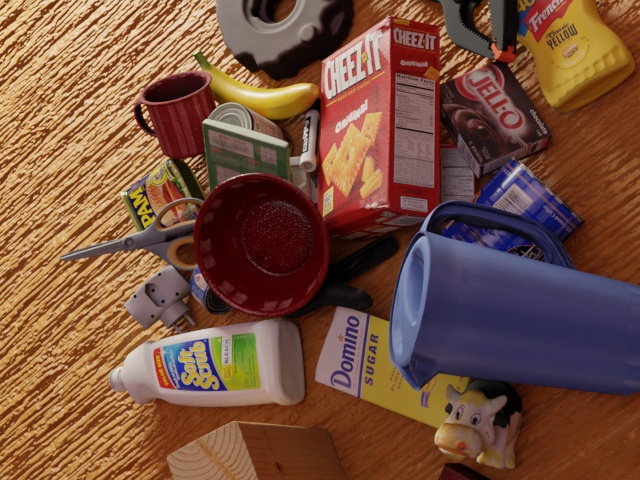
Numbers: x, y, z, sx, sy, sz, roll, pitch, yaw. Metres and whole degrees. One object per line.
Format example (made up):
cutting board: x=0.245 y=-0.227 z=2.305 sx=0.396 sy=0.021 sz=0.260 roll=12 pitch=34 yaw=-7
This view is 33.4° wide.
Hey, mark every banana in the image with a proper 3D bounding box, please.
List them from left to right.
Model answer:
banana: x=-0.080 y=-0.179 z=1.307 sx=0.198 sy=0.069 sz=0.037 roll=20 pitch=57 yaw=31

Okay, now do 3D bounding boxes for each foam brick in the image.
foam brick: x=0.159 y=0.270 z=1.099 sx=0.078 sy=0.053 sz=0.051 roll=26 pitch=91 yaw=28

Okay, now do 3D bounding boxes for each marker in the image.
marker: x=-0.011 y=-0.128 z=1.259 sx=0.020 sy=0.020 sz=0.121 roll=-17 pitch=43 yaw=22

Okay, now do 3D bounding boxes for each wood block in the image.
wood block: x=-0.057 y=0.251 z=1.124 sx=0.090 sy=0.205 sz=0.091 roll=-30 pitch=67 yaw=17

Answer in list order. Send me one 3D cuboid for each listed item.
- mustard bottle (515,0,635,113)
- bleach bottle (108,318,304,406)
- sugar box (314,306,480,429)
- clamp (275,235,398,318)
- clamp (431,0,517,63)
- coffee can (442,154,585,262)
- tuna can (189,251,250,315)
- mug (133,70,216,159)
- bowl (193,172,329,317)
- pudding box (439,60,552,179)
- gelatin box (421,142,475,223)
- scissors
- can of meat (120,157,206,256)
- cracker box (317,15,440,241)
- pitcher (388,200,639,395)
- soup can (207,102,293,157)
mustard bottle: x=0.255 y=-0.240 z=1.157 sx=0.096 sy=0.058 sz=0.192 roll=-33 pitch=66 yaw=25
bleach bottle: x=-0.144 y=0.159 z=1.269 sx=0.251 sy=0.068 sz=0.102 roll=-12 pitch=74 yaw=26
sugar box: x=0.085 y=0.139 z=1.168 sx=0.176 sy=0.048 sz=0.093 roll=17 pitch=87 yaw=27
clamp: x=0.004 y=0.056 z=1.201 sx=0.172 sy=0.120 sz=0.039 roll=-23 pitch=108 yaw=24
clamp: x=0.169 y=-0.289 z=1.186 sx=0.165 sy=0.036 sz=0.210 roll=-51 pitch=52 yaw=34
coffee can: x=0.189 y=-0.004 z=1.114 sx=0.140 sy=0.102 sz=0.103 roll=-47 pitch=63 yaw=10
tuna can: x=-0.113 y=0.044 z=1.264 sx=0.034 sy=0.086 sz=0.086 roll=40 pitch=98 yaw=29
mug: x=-0.179 y=-0.153 z=1.324 sx=0.117 sy=0.093 sz=0.081 roll=-1 pitch=123 yaw=23
bowl: x=-0.058 y=0.001 z=1.188 sx=0.162 sy=0.055 sz=0.162 roll=4 pitch=103 yaw=19
pudding box: x=0.184 y=-0.134 z=1.163 sx=0.090 sy=0.039 sz=0.113 roll=-24 pitch=69 yaw=-7
gelatin box: x=0.135 y=-0.064 z=1.185 sx=0.073 sy=0.030 sz=0.089 roll=-1 pitch=79 yaw=5
scissors: x=-0.215 y=0.017 z=1.299 sx=0.202 sy=0.016 sz=0.096 roll=-28 pitch=86 yaw=12
can of meat: x=-0.190 y=-0.043 z=1.338 sx=0.084 sy=0.057 sz=0.102 roll=-35 pitch=66 yaw=14
cracker box: x=0.060 y=-0.118 z=1.177 sx=0.164 sy=0.072 sz=0.214 roll=-19 pitch=68 yaw=61
pitcher: x=0.194 y=0.066 z=1.022 sx=0.242 sy=0.145 sz=0.149 roll=11 pitch=116 yaw=-8
soup can: x=-0.085 y=-0.119 z=1.275 sx=0.069 sy=0.102 sz=0.068 roll=-6 pitch=77 yaw=25
